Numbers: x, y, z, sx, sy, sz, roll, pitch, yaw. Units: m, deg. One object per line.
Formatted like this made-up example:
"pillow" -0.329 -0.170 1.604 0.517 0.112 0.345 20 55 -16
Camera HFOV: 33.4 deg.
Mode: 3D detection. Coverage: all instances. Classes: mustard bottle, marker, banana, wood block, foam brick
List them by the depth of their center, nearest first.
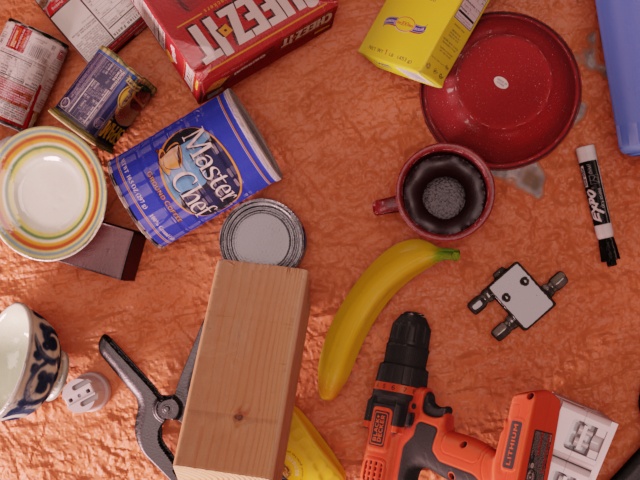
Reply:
"wood block" -0.069 0.132 1.002 0.091 0.090 0.206 7 61 5
"marker" 0.273 -0.034 1.050 0.020 0.020 0.121 -13 87 5
"banana" 0.051 0.066 1.050 0.037 0.070 0.198 34 100 -33
"mustard bottle" -0.075 0.256 1.057 0.191 0.058 0.096 -38 83 4
"foam brick" -0.225 0.006 1.083 0.078 0.053 0.051 16 90 7

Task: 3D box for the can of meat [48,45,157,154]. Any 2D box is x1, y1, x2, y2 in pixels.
"can of meat" -0.214 -0.140 1.064 0.057 0.102 0.084 37 89 4

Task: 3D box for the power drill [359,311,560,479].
"power drill" 0.127 0.164 1.000 0.188 0.057 0.184 4 81 42

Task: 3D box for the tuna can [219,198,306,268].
"tuna can" -0.057 0.001 1.075 0.086 0.033 0.086 0 88 6

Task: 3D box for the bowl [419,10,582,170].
"bowl" 0.178 -0.151 1.046 0.162 0.055 0.162 0 88 6

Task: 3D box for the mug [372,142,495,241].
"mug" 0.108 -0.041 1.036 0.117 0.081 0.093 -14 87 5

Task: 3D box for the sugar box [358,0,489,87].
"sugar box" 0.118 -0.242 1.040 0.093 0.048 0.176 29 93 43

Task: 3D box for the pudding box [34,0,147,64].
"pudding box" -0.236 -0.247 1.100 0.090 0.039 0.113 -41 88 0

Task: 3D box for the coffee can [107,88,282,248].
"coffee can" -0.123 -0.070 1.050 0.140 0.102 0.103 -30 85 4

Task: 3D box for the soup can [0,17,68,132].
"soup can" -0.308 -0.167 1.090 0.068 0.068 0.102 24 90 6

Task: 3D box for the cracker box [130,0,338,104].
"cracker box" -0.108 -0.270 1.055 0.164 0.072 0.214 -32 84 -11

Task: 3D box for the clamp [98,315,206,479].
"clamp" -0.144 0.159 1.077 0.120 0.039 0.171 -19 92 9
